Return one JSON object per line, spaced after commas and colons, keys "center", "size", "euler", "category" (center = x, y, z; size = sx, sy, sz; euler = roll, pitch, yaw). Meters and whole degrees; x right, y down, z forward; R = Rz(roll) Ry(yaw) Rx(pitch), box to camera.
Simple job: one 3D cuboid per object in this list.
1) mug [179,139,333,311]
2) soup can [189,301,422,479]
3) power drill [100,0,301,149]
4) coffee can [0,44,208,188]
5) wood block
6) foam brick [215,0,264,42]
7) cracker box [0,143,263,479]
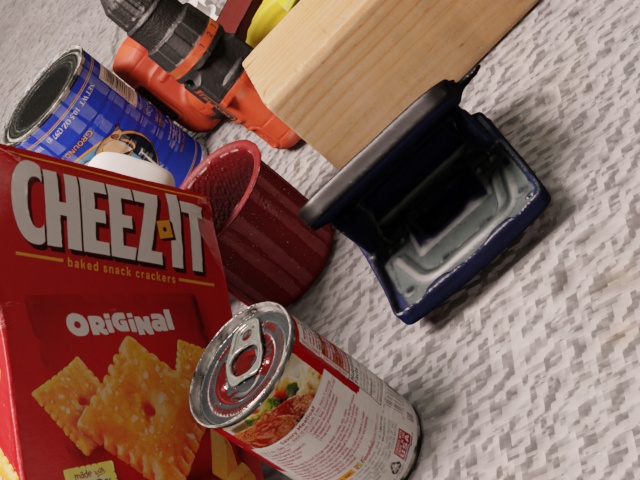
{"center": [-0.055, 0.001, 0.706], "size": [0.117, 0.081, 0.093], "euler": [-36, 34, 24], "category": "mug"}
{"center": [-0.005, 0.085, 0.533], "size": [0.069, 0.102, 0.068], "euler": [-33, 35, 27], "category": "soup can"}
{"center": [-0.109, -0.139, 0.846], "size": [0.057, 0.184, 0.188], "euler": [-54, 21, -7], "category": "power drill"}
{"center": [-0.180, -0.081, 0.898], "size": [0.103, 0.140, 0.103], "euler": [-33, 35, 27], "category": "coffee can"}
{"center": [0.055, -0.153, 0.718], "size": [0.206, 0.090, 0.091], "euler": [-45, 30, 11], "category": "wood block"}
{"center": [-0.060, -0.183, 0.936], "size": [0.051, 0.053, 0.078], "euler": [-5, 54, 50], "category": "foam brick"}
{"center": [-0.115, 0.068, 0.561], "size": [0.072, 0.163, 0.214], "euler": [-26, 66, 33], "category": "cracker box"}
